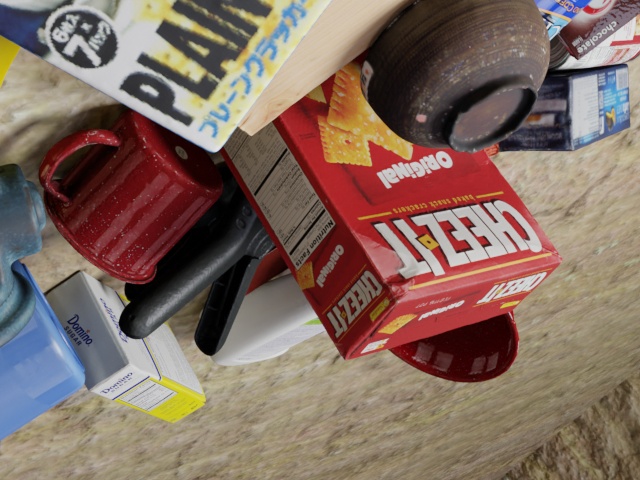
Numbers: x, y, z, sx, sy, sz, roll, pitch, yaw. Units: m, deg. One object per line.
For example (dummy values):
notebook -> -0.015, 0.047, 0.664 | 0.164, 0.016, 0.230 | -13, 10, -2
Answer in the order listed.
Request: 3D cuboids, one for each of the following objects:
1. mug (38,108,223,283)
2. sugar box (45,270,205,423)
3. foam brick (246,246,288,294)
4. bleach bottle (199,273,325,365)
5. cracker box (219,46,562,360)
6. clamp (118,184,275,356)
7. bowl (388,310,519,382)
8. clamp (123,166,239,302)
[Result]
mug -> -0.125, -0.037, 0.685 | 0.082, 0.093, 0.117 | -44, 138, 17
sugar box -> -0.160, 0.094, 0.896 | 0.048, 0.093, 0.176 | -34, 157, 4
foam brick -> -0.050, 0.000, 0.895 | 0.078, 0.051, 0.053 | -31, 157, -2
bleach bottle -> 0.000, 0.049, 0.940 | 0.102, 0.068, 0.251 | -9, 168, -42
cracker box -> 0.037, -0.042, 0.705 | 0.163, 0.214, 0.072 | -11, 150, -41
clamp -> -0.055, 0.001, 0.797 | 0.210, 0.036, 0.164 | -52, 164, -7
bowl -> 0.111, 0.053, 0.961 | 0.055, 0.162, 0.162 | -53, 174, -38
clamp -> -0.089, -0.012, 0.835 | 0.171, 0.039, 0.120 | -21, 155, -25
